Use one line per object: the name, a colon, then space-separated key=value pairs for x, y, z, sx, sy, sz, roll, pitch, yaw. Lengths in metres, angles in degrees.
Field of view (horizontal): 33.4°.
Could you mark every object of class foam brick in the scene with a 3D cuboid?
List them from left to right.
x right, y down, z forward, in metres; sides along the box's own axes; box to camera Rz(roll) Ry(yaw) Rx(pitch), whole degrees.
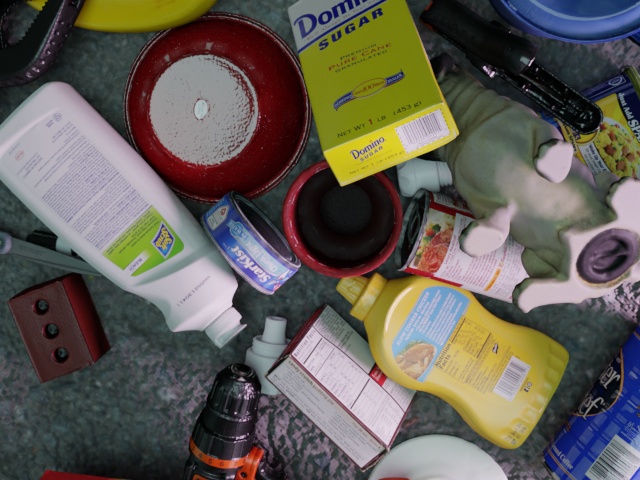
foam brick: x=-0.222 y=0.072 z=0.911 sx=0.053 sy=0.051 sz=0.078 roll=-21 pitch=95 yaw=9

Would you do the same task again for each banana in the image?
banana: x=-0.152 y=-0.199 z=0.859 sx=0.198 sy=0.037 sz=0.069 roll=-6 pitch=123 yaw=21

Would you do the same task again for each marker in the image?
marker: x=-0.193 y=0.007 z=0.914 sx=0.121 sy=0.020 sz=0.020 roll=8 pitch=99 yaw=5

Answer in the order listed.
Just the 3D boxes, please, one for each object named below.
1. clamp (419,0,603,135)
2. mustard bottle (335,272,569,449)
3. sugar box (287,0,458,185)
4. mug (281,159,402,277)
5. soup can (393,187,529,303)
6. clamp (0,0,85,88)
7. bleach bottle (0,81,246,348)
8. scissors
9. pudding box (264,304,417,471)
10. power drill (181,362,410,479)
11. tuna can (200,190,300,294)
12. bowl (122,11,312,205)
clamp: x=0.127 y=-0.144 z=0.792 sx=0.039 sy=0.120 sz=0.172 roll=-51 pitch=55 yaw=3
mustard bottle: x=0.098 y=0.082 z=0.869 sx=0.191 sy=0.058 sz=0.096 roll=32 pitch=81 yaw=2
sugar box: x=0.034 y=-0.129 z=0.798 sx=0.093 sy=0.176 sz=0.048 roll=-22 pitch=140 yaw=9
mug: x=0.022 y=-0.035 z=0.851 sx=0.093 sy=0.081 sz=0.117 roll=7 pitch=99 yaw=5
soup can: x=0.117 y=0.005 z=0.844 sx=0.102 sy=0.068 sz=0.068 roll=17 pitch=100 yaw=-9
clamp: x=-0.271 y=-0.146 z=0.862 sx=0.210 sy=0.036 sz=0.164 roll=-21 pitch=85 yaw=21
bleach bottle: x=-0.161 y=-0.008 z=0.871 sx=0.102 sy=0.068 sz=0.251 roll=-43 pitch=86 yaw=9
scissors: x=-0.278 y=-0.018 z=0.908 sx=0.202 sy=0.016 sz=0.096 roll=0 pitch=93 yaw=15
pudding box: x=0.019 y=0.117 z=0.867 sx=0.113 sy=0.090 sz=0.039 roll=43 pitch=123 yaw=-1
power drill: x=-0.023 y=0.203 z=0.886 sx=0.188 sy=0.057 sz=0.185 roll=21 pitch=119 yaw=7
tuna can: x=-0.056 y=0.001 z=0.864 sx=0.034 sy=0.086 sz=0.086 roll=-42 pitch=92 yaw=9
bowl: x=-0.089 y=-0.106 z=0.867 sx=0.162 sy=0.055 sz=0.162 roll=1 pitch=98 yaw=7
